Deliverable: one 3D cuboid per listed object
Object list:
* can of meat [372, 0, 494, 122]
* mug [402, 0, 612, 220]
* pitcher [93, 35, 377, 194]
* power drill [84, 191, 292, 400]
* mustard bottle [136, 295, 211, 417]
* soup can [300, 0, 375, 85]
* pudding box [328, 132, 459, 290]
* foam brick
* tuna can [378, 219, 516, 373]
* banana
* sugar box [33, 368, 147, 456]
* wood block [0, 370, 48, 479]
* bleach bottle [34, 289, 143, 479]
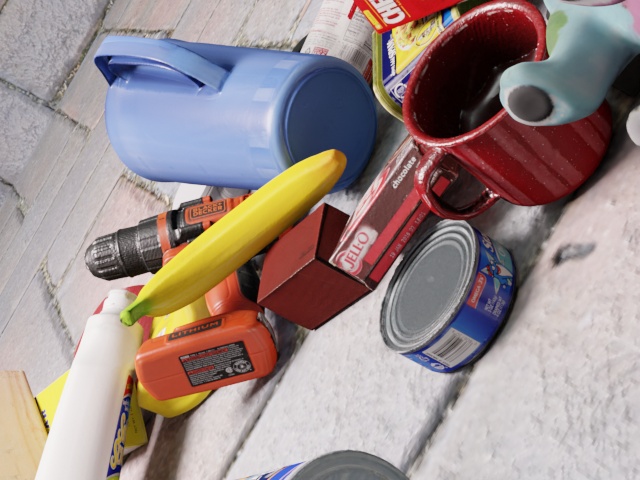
[{"bbox_3d":[0.086,-0.141,0.767,0.084,0.057,0.102,-42,29,33],"label":"can of meat"},{"bbox_3d":[0.099,-0.061,0.586,0.117,0.081,0.093,-54,35,2],"label":"mug"},{"bbox_3d":[-0.075,-0.108,0.895,0.243,0.149,0.145,12,114,49],"label":"pitcher"},{"bbox_3d":[-0.108,0.039,0.862,0.184,0.057,0.187,-16,40,6],"label":"power drill"},{"bbox_3d":[-0.117,0.058,0.956,0.096,0.058,0.191,-51,24,36],"label":"mustard bottle"},{"bbox_3d":[0.027,-0.179,0.921,0.069,0.068,0.102,1,65,65],"label":"soup can"},{"bbox_3d":[0.050,-0.026,0.682,0.090,0.039,0.113,-54,0,17],"label":"pudding box"},{"bbox_3d":[-0.001,0.020,0.765,0.078,0.051,0.053,-37,33,45],"label":"foam brick"},{"bbox_3d":[0.073,0.032,0.615,0.086,0.033,0.086,-47,26,31],"label":"tuna can"},{"bbox_3d":[-0.061,0.000,0.785,0.198,0.037,0.070,-39,13,-1],"label":"banana"},{"bbox_3d":[-0.233,0.178,1.032,0.177,0.048,0.093,-35,65,44],"label":"sugar box"},{"bbox_3d":[-0.309,0.226,1.013,0.206,0.090,0.091,55,128,42],"label":"wood block"},{"bbox_3d":[-0.190,0.152,0.890,0.102,0.068,0.250,94,-178,-58],"label":"bleach bottle"}]
